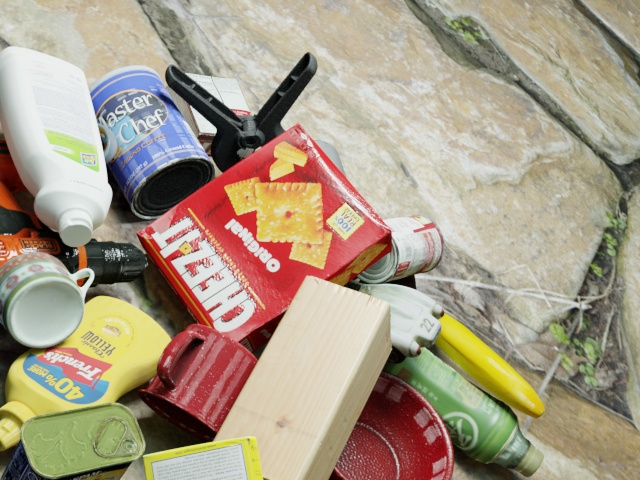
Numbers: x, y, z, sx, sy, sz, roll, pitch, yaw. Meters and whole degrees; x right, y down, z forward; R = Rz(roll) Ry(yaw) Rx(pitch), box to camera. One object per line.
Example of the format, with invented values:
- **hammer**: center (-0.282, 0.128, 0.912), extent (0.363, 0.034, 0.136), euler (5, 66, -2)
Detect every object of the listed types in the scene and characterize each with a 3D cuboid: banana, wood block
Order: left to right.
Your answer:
- **wood block**: center (-0.015, 0.147, 0.994), extent (0.091, 0.090, 0.206), euler (18, 56, 18)
- **banana**: center (0.171, 0.127, 1.181), extent (0.069, 0.037, 0.198), euler (28, 9, -39)

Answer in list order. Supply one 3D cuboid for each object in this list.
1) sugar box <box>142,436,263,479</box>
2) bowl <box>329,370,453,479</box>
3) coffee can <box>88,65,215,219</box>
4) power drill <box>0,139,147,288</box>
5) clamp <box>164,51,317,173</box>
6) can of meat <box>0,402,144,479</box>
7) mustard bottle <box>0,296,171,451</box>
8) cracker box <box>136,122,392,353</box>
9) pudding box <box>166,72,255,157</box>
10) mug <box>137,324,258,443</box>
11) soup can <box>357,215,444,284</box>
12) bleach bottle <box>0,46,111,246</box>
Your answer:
- **sugar box**: center (-0.084, 0.255, 0.874), extent (0.093, 0.048, 0.176), euler (-12, 78, 7)
- **bowl**: center (0.053, 0.208, 1.078), extent (0.162, 0.055, 0.162), euler (18, 43, -18)
- **coffee can**: center (-0.193, -0.109, 1.184), extent (0.102, 0.103, 0.140), euler (-11, 58, -41)
- **power drill**: center (-0.280, -0.023, 1.053), extent (0.184, 0.057, 0.188), euler (2, 39, -39)
- **clamp**: center (-0.072, -0.129, 1.213), extent (0.164, 0.210, 0.036), euler (-9, 48, 5)
- **can of meat**: center (-0.211, 0.187, 0.897), extent (0.101, 0.084, 0.057), euler (-6, 54, -38)
- **mustard bottle**: center (-0.226, 0.127, 0.965), extent (0.096, 0.058, 0.191), euler (31, 40, 14)
- **cracker box**: center (-0.057, 0.001, 1.110), extent (0.213, 0.072, 0.164), euler (-35, 71, -10)
- **pudding box**: center (-0.133, -0.156, 1.322), extent (0.089, 0.039, 0.113), euler (1, 49, -33)
- **mug**: center (-0.113, 0.125, 0.984), extent (0.093, 0.117, 0.081), euler (16, 64, 34)
- **soup can**: center (0.084, 0.010, 1.189), extent (0.068, 0.069, 0.102), euler (52, 32, 19)
- **bleach bottle**: center (-0.264, -0.089, 1.050), extent (0.102, 0.068, 0.251), euler (13, 35, -32)
